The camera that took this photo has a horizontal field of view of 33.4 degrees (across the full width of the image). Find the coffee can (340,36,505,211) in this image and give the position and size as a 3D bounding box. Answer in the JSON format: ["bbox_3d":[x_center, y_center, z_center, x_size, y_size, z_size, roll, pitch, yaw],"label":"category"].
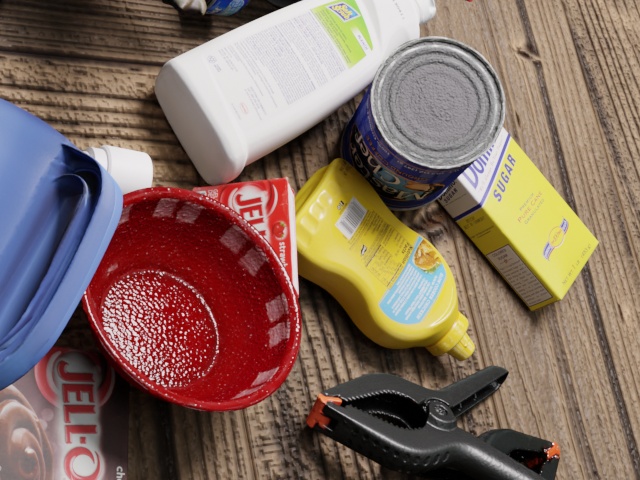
[{"bbox_3d":[0.077,-0.088,0.849,0.102,0.140,0.103,1,79,-8],"label":"coffee can"}]

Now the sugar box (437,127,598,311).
[{"bbox_3d":[0.170,-0.032,0.975,0.176,0.048,0.093,50,51,-10],"label":"sugar box"}]

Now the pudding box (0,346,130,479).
[{"bbox_3d":[-0.167,0.123,0.668,0.089,0.039,0.113,12,64,-32],"label":"pudding box"}]

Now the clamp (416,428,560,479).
[{"bbox_3d":[0.136,0.207,0.850,0.171,0.039,0.120,-6,70,-35],"label":"clamp"}]

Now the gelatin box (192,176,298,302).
[{"bbox_3d":[-0.055,0.001,0.782,0.073,0.030,0.089,-6,69,7],"label":"gelatin box"}]

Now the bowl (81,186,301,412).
[{"bbox_3d":[-0.094,0.046,0.703,0.161,0.055,0.162,20,50,-26],"label":"bowl"}]

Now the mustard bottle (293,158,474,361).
[{"bbox_3d":[0.053,0.030,0.855,0.191,0.058,0.096,43,54,-13],"label":"mustard bottle"}]

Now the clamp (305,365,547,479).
[{"bbox_3d":[0.092,0.149,0.812,0.209,0.036,0.165,8,31,-29],"label":"clamp"}]

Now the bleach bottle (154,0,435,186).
[{"bbox_3d":[-0.003,-0.140,0.851,0.250,0.068,0.102,-30,88,-28],"label":"bleach bottle"}]

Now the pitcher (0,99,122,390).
[{"bbox_3d":[-0.219,0.042,0.595,0.145,0.149,0.242,25,63,-14],"label":"pitcher"}]
